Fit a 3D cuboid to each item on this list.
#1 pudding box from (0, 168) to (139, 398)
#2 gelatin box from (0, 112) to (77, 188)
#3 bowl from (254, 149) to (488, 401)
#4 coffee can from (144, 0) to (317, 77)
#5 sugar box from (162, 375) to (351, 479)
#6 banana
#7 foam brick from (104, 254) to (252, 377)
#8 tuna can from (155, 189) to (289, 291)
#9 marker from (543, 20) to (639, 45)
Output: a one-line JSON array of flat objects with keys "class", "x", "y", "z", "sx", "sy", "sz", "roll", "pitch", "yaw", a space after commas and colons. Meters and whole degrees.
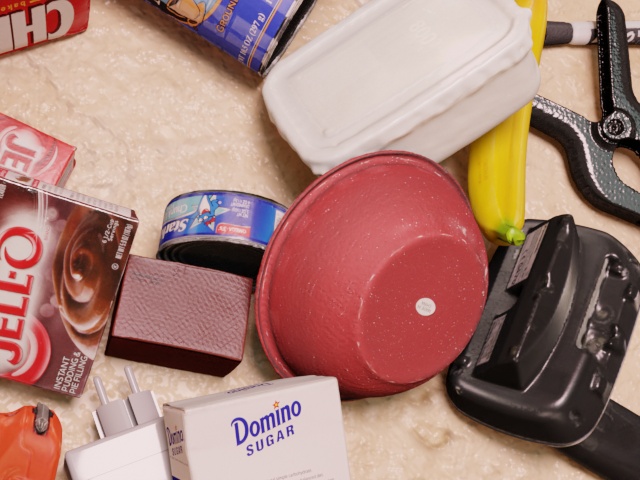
[{"class": "pudding box", "x": -0.163, "y": 0.024, "z": 0.607, "sx": 0.090, "sy": 0.039, "sz": 0.113, "roll": 18, "pitch": 95, "yaw": -15}, {"class": "gelatin box", "x": -0.200, "y": -0.032, "z": 0.648, "sx": 0.073, "sy": 0.030, "sz": 0.089, "roll": 25, "pitch": 68, "yaw": -5}, {"class": "bowl", "x": 0.044, "y": 0.031, "z": 0.626, "sx": 0.161, "sy": 0.055, "sz": 0.162, "roll": -12, "pitch": 114, "yaw": -29}, {"class": "coffee can", "x": -0.070, "y": -0.187, "z": 0.694, "sx": 0.140, "sy": 0.103, "sz": 0.102, "roll": 32, "pitch": 67, "yaw": -2}, {"class": "sugar box", "x": -0.027, "y": 0.168, "z": 0.583, "sx": 0.093, "sy": 0.048, "sz": 0.176, "roll": -7, "pitch": 88, "yaw": -26}, {"class": "banana", "x": 0.126, "y": -0.074, "z": 0.705, "sx": 0.037, "sy": 0.070, "sz": 0.197, "roll": 17, "pitch": 65, "yaw": -20}, {"class": "foam brick", "x": -0.085, "y": 0.046, "z": 0.639, "sx": 0.078, "sy": 0.051, "sz": 0.053, "roll": 13, "pitch": 68, "yaw": -10}, {"class": "tuna can", "x": -0.054, "y": 0.001, "z": 0.644, "sx": 0.086, "sy": 0.086, "sz": 0.033, "roll": 10, "pitch": 68, "yaw": -11}, {"class": "marker", "x": 0.215, "y": -0.156, "z": 0.799, "sx": 0.121, "sy": 0.020, "sz": 0.020, "roll": -3, "pitch": 73, "yaw": -15}]
